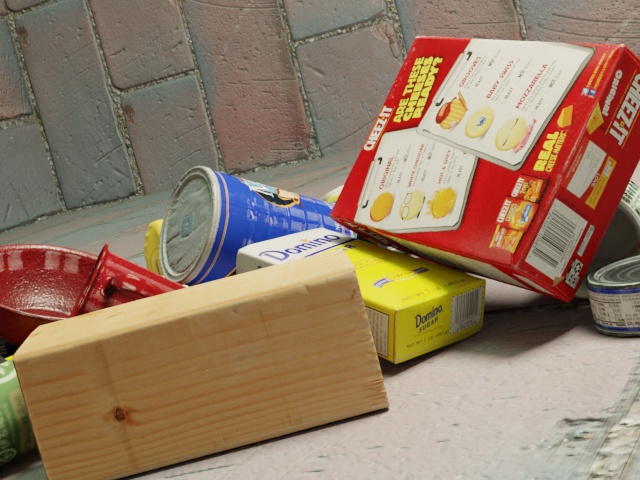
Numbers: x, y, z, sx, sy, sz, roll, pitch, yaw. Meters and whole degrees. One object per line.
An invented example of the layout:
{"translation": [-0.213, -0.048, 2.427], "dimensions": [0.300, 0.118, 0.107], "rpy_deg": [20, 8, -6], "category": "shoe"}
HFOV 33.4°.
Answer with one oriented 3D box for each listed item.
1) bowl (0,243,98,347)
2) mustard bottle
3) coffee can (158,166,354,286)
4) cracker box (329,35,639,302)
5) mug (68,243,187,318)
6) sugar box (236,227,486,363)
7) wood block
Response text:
{"translation": [-0.251, 0.059, 0.988], "dimensions": [0.162, 0.055, 0.162], "rpy_deg": [13, 19, -5], "category": "bowl"}
{"translation": [-0.129, 0.024, 1.117], "dimensions": [0.058, 0.096, 0.192], "rpy_deg": [-14, 7, -25], "category": "mustard bottle"}
{"translation": [-0.056, 0.001, 0.934], "dimensions": [0.140, 0.103, 0.103], "rpy_deg": [14, -8, -30], "category": "coffee can"}
{"translation": [0.122, -0.059, 0.771], "dimensions": [0.072, 0.164, 0.214], "rpy_deg": [30, -7, -34], "category": "cracker box"}
{"translation": [-0.151, 0.056, 0.850], "dimensions": [0.081, 0.093, 0.117], "rpy_deg": [26, -31, -12], "category": "mug"}
{"translation": [0.025, 0.034, 0.785], "dimensions": [0.093, 0.048, 0.176], "rpy_deg": [-14, 24, -40], "category": "sugar box"}
{"translation": [-0.071, 0.077, 0.665], "dimensions": [0.206, 0.091, 0.090], "rpy_deg": [-14, 8, -2], "category": "wood block"}
